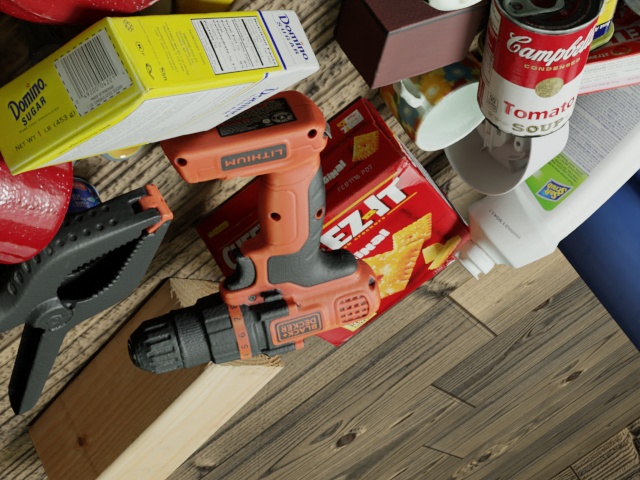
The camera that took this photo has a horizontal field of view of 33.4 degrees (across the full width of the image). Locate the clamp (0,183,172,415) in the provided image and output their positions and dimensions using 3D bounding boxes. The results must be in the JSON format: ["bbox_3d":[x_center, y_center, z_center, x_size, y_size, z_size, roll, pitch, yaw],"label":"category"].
[{"bbox_3d":[-0.175,0.042,0.683,0.210,0.036,0.164,-36,154,5],"label":"clamp"}]

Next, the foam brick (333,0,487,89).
[{"bbox_3d":[0.057,-0.143,0.691,0.078,0.053,0.051,-20,151,-23],"label":"foam brick"}]

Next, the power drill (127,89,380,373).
[{"bbox_3d":[-0.055,0.001,0.724,0.184,0.057,0.188,-16,128,-11],"label":"power drill"}]

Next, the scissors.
[{"bbox_3d":[-0.160,-0.086,0.582,0.096,0.016,0.201,-33,152,4],"label":"scissors"}]

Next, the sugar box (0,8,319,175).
[{"bbox_3d":[-0.082,-0.083,0.563,0.093,0.048,0.176,-24,-177,29],"label":"sugar box"}]

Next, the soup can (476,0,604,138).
[{"bbox_3d":[0.140,-0.124,0.695,0.068,0.068,0.102,-26,149,-16],"label":"soup can"}]

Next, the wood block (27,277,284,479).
[{"bbox_3d":[-0.142,0.133,0.899,0.206,0.091,0.090,-45,151,23],"label":"wood block"}]

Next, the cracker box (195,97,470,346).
[{"bbox_3d":[0.023,-0.003,0.871,0.164,0.072,0.213,-38,153,8],"label":"cracker box"}]

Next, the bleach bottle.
[{"bbox_3d":[0.202,-0.072,0.877,0.251,0.103,0.068,-45,150,4],"label":"bleach bottle"}]

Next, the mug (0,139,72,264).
[{"bbox_3d":[-0.192,-0.033,0.556,0.117,0.093,0.081,-4,168,38],"label":"mug"}]
